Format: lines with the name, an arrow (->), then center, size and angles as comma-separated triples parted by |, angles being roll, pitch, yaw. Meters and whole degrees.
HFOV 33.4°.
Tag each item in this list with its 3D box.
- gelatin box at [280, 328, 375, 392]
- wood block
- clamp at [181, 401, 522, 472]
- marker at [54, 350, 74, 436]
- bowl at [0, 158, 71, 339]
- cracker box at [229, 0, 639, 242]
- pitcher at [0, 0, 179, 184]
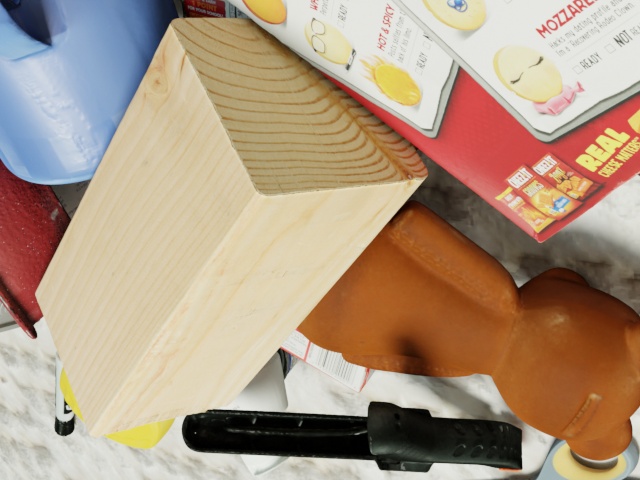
gelatin box -> 0.006, 0.039, 0.642 | 0.089, 0.073, 0.030 | 29, 137, 15
wood block -> -0.053, 0.000, 0.503 | 0.206, 0.090, 0.091 | -51, 57, 44
clamp -> 0.050, 0.111, 0.598 | 0.209, 0.036, 0.165 | 11, 166, -33
marker -> -0.225, 0.136, 0.941 | 0.020, 0.020, 0.121 | 30, 138, 13
bowl -> -0.184, -0.025, 0.606 | 0.162, 0.055, 0.162 | 54, 168, 17
cracker box -> 0.049, -0.112, 0.382 | 0.213, 0.072, 0.164 | 38, 155, 0
pitcher -> -0.142, -0.143, 0.470 | 0.145, 0.149, 0.243 | 13, 137, 38
